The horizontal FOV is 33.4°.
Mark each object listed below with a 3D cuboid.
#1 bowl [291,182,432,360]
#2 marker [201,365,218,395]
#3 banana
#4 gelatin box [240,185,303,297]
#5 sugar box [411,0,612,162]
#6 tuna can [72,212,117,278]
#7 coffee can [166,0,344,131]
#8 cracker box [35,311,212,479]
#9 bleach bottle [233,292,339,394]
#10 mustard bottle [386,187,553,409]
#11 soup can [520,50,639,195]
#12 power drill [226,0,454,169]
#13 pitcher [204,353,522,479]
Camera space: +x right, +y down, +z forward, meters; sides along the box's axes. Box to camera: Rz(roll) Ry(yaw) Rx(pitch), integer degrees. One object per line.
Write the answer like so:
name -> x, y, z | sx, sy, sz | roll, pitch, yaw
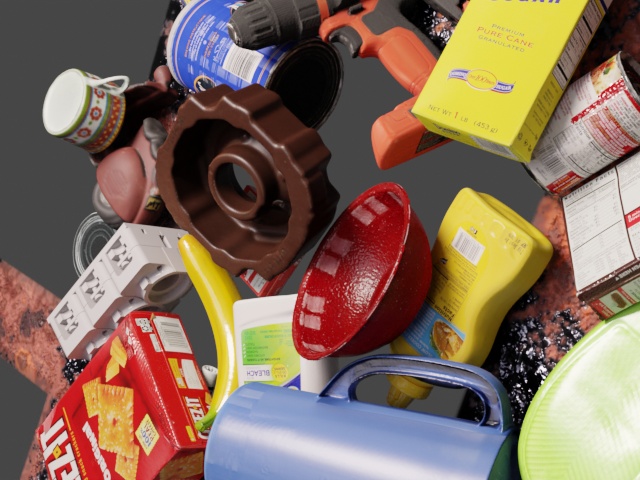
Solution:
bowl -> 0.043, 0.035, 0.877 | 0.162, 0.055, 0.162 | -47, 25, 30
marker -> -0.130, 0.184, 1.079 | 0.020, 0.020, 0.121 | 29, 103, 36
banana -> -0.096, 0.087, 1.031 | 0.037, 0.069, 0.198 | -28, 61, 37
gelatin box -> -0.057, 0.001, 1.033 | 0.089, 0.030, 0.073 | 45, 111, 31
sugar box -> 0.151, -0.154, 0.808 | 0.093, 0.048, 0.176 | 24, 87, 34
tuna can -> -0.231, 0.011, 1.166 | 0.086, 0.033, 0.086 | -4, 83, 38
coffee can -> -0.062, -0.165, 1.008 | 0.140, 0.102, 0.103 | 33, 106, 35
cracker box -> -0.196, 0.199, 1.077 | 0.214, 0.071, 0.164 | -48, 52, 29
bleach bottle -> -0.022, 0.176, 0.970 | 0.103, 0.068, 0.251 | -8, 83, 33
mustard bottle -> 0.107, 0.060, 0.880 | 0.096, 0.058, 0.192 | 45, 113, 43
soup can -> 0.205, -0.087, 0.813 | 0.102, 0.068, 0.068 | -35, 65, 31
power drill -> 0.037, -0.154, 0.901 | 0.188, 0.184, 0.057 | 59, 162, 19
pitcher -> 0.036, 0.178, 0.848 | 0.243, 0.145, 0.149 | 10, 49, 25
